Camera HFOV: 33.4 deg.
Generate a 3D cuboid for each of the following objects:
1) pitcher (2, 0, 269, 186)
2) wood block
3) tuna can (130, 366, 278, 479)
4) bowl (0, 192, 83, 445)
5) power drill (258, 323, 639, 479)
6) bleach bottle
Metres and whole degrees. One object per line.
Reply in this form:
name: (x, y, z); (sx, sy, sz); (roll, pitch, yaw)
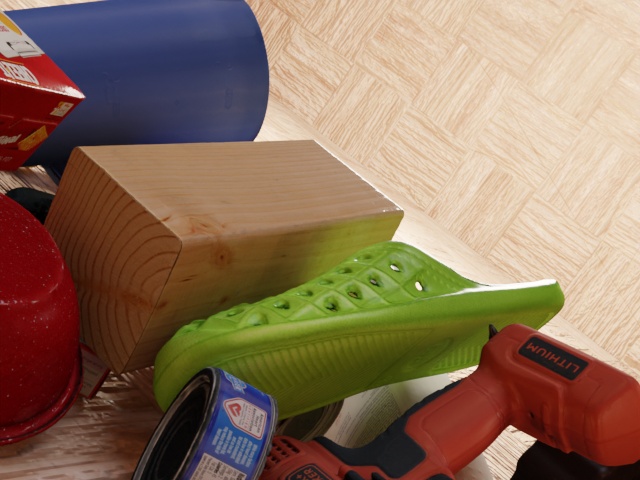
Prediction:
pitcher: (-0.169, -0.109, 0.808); (0.242, 0.145, 0.149); (-12, 65, -32)
wood block: (-0.054, 0.001, 0.632); (0.091, 0.090, 0.205); (41, 28, 26)
tuna can: (-0.056, 0.102, 0.490); (0.033, 0.086, 0.086); (31, 10, -15)
bowl: (-0.172, 0.017, 0.491); (0.162, 0.055, 0.162); (29, 25, -15)
power drill: (0.071, 0.117, 0.527); (0.185, 0.187, 0.057); (28, -44, 54)
bleach bottle: (0.059, 0.159, 0.626); (0.068, 0.103, 0.251); (23, 19, -18)
